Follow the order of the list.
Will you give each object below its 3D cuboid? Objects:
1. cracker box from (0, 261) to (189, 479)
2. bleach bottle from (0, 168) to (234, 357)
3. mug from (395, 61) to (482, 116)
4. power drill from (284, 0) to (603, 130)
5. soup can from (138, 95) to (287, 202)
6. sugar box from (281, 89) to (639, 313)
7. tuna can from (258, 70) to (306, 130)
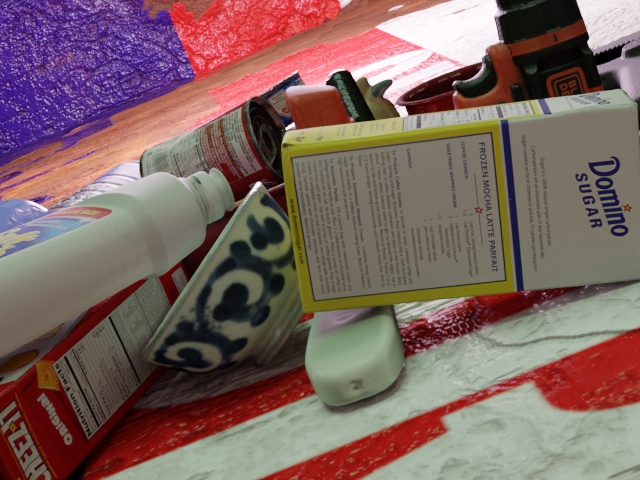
[{"bbox_3d":[-0.188,0.090,0.648,0.164,0.072,0.213,-15,18,27],"label":"cracker box"},{"bbox_3d":[-0.164,0.021,0.599,0.250,0.068,0.103,-27,19,-24],"label":"bleach bottle"},{"bbox_3d":[0.102,-0.076,0.782,0.117,0.081,0.093,-27,16,-20],"label":"mug"},{"bbox_3d":[0.077,-0.088,0.652,0.187,0.184,0.057,-19,10,1],"label":"power drill"},{"bbox_3d":[-0.079,-0.060,0.819,0.102,0.068,0.068,-22,14,21],"label":"soup can"},{"bbox_3d":[0.072,-0.019,0.548,0.176,0.093,0.048,-6,19,5],"label":"sugar box"},{"bbox_3d":[-0.046,-0.105,0.895,0.086,0.034,0.086,-32,9,5],"label":"tuna can"}]
